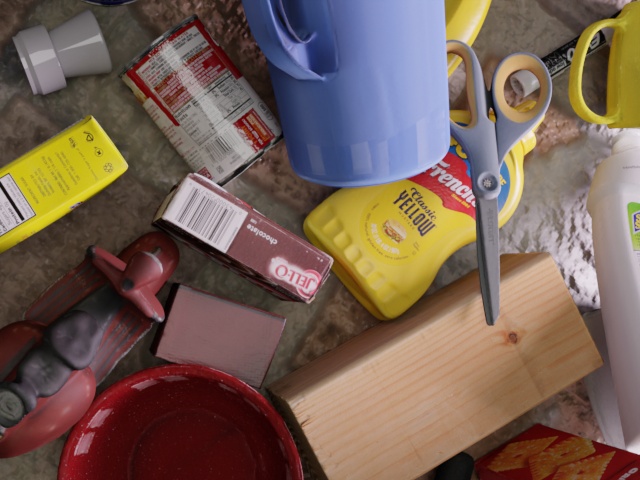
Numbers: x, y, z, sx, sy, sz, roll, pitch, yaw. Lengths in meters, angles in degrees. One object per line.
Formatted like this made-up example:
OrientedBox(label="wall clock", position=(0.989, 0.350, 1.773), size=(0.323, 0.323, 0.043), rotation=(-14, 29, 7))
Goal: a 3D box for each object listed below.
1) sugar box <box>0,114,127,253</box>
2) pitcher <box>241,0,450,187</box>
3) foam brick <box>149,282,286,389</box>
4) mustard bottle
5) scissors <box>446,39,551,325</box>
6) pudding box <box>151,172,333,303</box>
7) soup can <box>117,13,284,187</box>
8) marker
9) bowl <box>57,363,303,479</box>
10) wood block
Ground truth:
OrientedBox(label="sugar box", position=(-0.209, -0.014, 0.680), size=(0.176, 0.093, 0.048), rotation=(-36, 97, -10))
OrientedBox(label="pitcher", position=(0.011, -0.158, 0.661), size=(0.149, 0.145, 0.243), rotation=(-13, 112, -11))
OrientedBox(label="foam brick", position=(-0.071, 0.065, 0.731), size=(0.078, 0.053, 0.051), rotation=(19, 85, -11))
OrientedBox(label="mustard bottle", position=(0.087, -0.037, 0.766), size=(0.191, 0.058, 0.096), rotation=(-40, 88, -11))
OrientedBox(label="scissors", position=(0.129, -0.049, 0.730), size=(0.096, 0.016, 0.202), rotation=(-14, 76, -7))
OrientedBox(label="pudding box", position=(-0.055, 0.001, 0.717), size=(0.113, 0.090, 0.039), rotation=(33, 80, -10))
OrientedBox(label="soup can", position=(-0.079, -0.092, 0.724), size=(0.068, 0.069, 0.102), rotation=(-40, 98, -11))
OrientedBox(label="marker", position=(0.198, -0.147, 0.814), size=(0.121, 0.020, 0.020), rotation=(-32, 96, -11))
OrientedBox(label="bowl", position=(-0.090, 0.161, 0.712), size=(0.162, 0.055, 0.162), rotation=(0, 89, 2))
OrientedBox(label="wood block", position=(0.077, 0.096, 0.746), size=(0.206, 0.090, 0.091), rotation=(-28, 94, -12))
